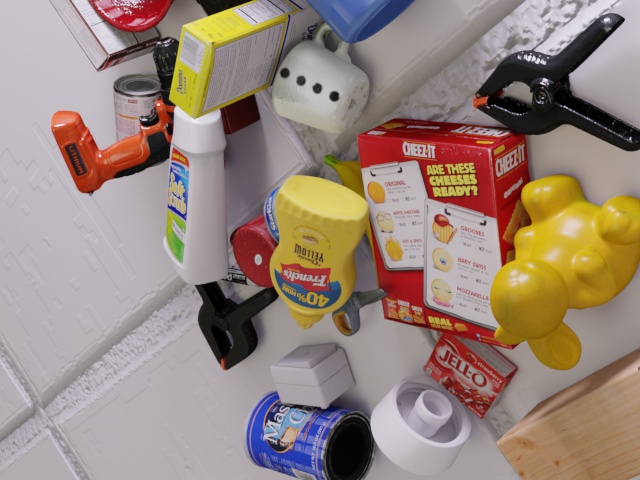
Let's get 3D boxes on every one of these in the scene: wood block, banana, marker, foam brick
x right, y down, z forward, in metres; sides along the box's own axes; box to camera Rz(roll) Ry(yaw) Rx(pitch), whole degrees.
[{"bbox_3d":[0.282,0.178,1.034,0.090,0.090,0.206,53,138,6],"label":"wood block"},{"bbox_3d":[0.063,-0.009,1.182,0.070,0.037,0.198,3,116,69],"label":"banana"},{"bbox_3d":[-0.122,0.045,1.403,0.121,0.020,0.020,8,118,41],"label":"marker"},{"bbox_3d":[-0.113,-0.168,1.244,0.051,0.052,0.078,3,114,43],"label":"foam brick"}]

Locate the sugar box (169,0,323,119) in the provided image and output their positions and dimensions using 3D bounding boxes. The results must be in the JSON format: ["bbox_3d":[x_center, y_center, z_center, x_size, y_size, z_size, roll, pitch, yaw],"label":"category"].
[{"bbox_3d":[-0.072,-0.196,1.092,0.048,0.175,0.093,38,134,19],"label":"sugar box"}]

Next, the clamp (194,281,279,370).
[{"bbox_3d":[-0.115,0.097,1.399,0.165,0.036,0.210,23,137,30],"label":"clamp"}]

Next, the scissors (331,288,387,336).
[{"bbox_3d":[0.032,0.053,1.210,0.096,0.016,0.202,60,162,15],"label":"scissors"}]

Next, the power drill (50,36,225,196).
[{"bbox_3d":[-0.223,-0.140,1.285,0.188,0.057,0.184,-13,118,7],"label":"power drill"}]

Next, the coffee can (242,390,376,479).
[{"bbox_3d":[-0.015,0.254,1.360,0.141,0.102,0.103,7,118,42],"label":"coffee can"}]

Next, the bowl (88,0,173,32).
[{"bbox_3d":[-0.210,-0.326,1.235,0.162,0.055,0.162,16,119,32],"label":"bowl"}]

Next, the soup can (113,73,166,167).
[{"bbox_3d":[-0.227,-0.152,1.353,0.069,0.068,0.102,26,129,31],"label":"soup can"}]

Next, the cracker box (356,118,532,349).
[{"bbox_3d":[0.133,-0.011,1.082,0.164,0.071,0.214,11,120,41],"label":"cracker box"}]

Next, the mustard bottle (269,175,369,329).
[{"bbox_3d":[-0.007,0.024,1.153,0.096,0.058,0.192,19,133,12],"label":"mustard bottle"}]

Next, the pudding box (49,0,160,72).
[{"bbox_3d":[-0.262,-0.270,1.299,0.113,0.089,0.039,55,138,4],"label":"pudding box"}]

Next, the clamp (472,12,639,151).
[{"bbox_3d":[0.210,-0.144,0.953,0.172,0.039,0.120,11,114,41],"label":"clamp"}]

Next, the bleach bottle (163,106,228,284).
[{"bbox_3d":[-0.145,-0.073,1.248,0.103,0.068,0.251,-126,32,-45],"label":"bleach bottle"}]

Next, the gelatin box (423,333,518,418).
[{"bbox_3d":[0.163,0.141,1.174,0.089,0.030,0.073,40,135,20],"label":"gelatin box"}]

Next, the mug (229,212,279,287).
[{"bbox_3d":[-0.058,0.002,1.268,0.117,0.081,0.093,18,125,37],"label":"mug"}]

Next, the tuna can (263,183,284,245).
[{"bbox_3d":[-0.020,-0.029,1.210,0.034,0.085,0.086,-32,90,47],"label":"tuna can"}]
